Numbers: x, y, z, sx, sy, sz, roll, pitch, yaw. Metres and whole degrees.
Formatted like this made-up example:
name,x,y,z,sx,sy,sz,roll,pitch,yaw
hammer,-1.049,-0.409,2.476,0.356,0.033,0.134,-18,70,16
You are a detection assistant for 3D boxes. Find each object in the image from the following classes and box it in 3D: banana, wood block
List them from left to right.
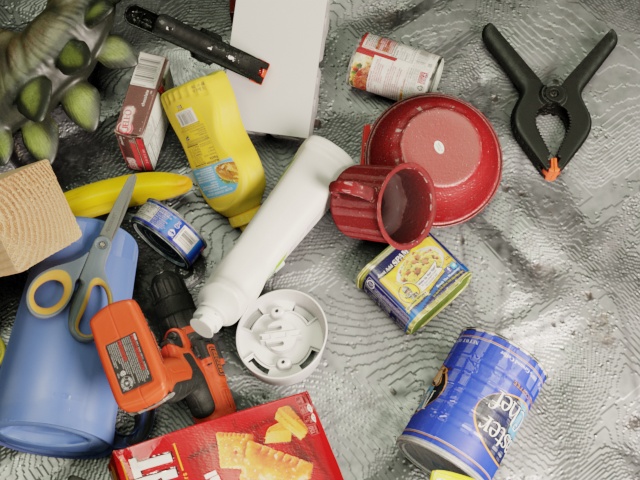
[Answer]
name,x,y,z,sx,sy,sz,roll,pitch,yaw
wood block,-0.358,-0.010,1.106,0.090,0.207,0.090,-37,109,-48
banana,-0.247,-0.044,1.228,0.197,0.037,0.070,-19,33,-12

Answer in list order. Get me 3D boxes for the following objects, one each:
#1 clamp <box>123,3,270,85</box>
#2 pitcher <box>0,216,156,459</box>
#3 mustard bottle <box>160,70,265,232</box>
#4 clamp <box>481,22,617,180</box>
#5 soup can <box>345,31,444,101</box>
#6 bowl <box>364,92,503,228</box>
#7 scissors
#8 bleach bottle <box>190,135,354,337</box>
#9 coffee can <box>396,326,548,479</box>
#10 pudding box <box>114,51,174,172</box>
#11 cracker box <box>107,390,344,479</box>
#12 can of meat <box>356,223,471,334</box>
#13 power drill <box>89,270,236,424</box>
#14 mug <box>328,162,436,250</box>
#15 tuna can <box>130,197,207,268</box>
name,x,y,z,sx,sy,sz,roll,pitch,yaw
clamp,-0.128,-0.215,1.175,0.171,0.120,0.039,19,103,-22
pitcher,-0.256,0.105,1.134,0.145,0.149,0.243,-2,62,17
mustard bottle,-0.111,-0.091,1.212,0.058,0.096,0.191,-30,102,-42
clamp,0.286,-0.173,1.279,0.164,0.036,0.210,-4,68,0
soup can,0.090,-0.203,1.281,0.102,0.068,0.068,19,68,9
bowl,0.132,-0.098,1.204,0.162,0.055,0.162,1,79,-3
scissors,-0.247,0.010,1.102,0.096,0.016,0.201,8,60,-13
bleach bottle,-0.058,0.001,1.150,0.068,0.103,0.250,34,57,3
coffee can,0.156,0.175,1.096,0.103,0.103,0.140,29,70,13
pudding box,-0.204,-0.149,1.254,0.039,0.090,0.113,13,67,5
cracker box,-0.084,0.258,1.058,0.213,0.072,0.164,-14,68,-21
can of meat,0.105,0.042,1.180,0.102,0.057,0.084,-40,73,-15
power drill,-0.159,0.106,1.087,0.057,0.187,0.184,-29,74,13
mug,0.056,-0.042,1.142,0.082,0.117,0.093,8,85,46
tuna can,-0.170,-0.007,1.193,0.086,0.086,0.033,34,73,15
